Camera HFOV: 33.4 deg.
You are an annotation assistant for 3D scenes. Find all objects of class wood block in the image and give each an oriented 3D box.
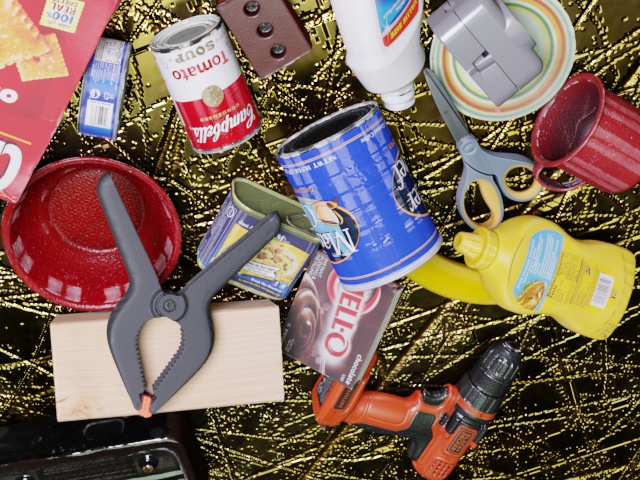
[{"bbox_3d":[-0.143,0.110,1.007,0.206,0.090,0.091,-4,92,-9],"label":"wood block"}]

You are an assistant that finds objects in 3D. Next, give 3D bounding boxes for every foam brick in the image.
[{"bbox_3d":[-0.048,-0.187,0.911,0.053,0.051,0.078,-29,119,10],"label":"foam brick"}]

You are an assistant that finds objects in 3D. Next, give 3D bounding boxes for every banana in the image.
[{"bbox_3d":[0.127,0.023,1.060,0.197,0.037,0.070,32,112,-22],"label":"banana"}]

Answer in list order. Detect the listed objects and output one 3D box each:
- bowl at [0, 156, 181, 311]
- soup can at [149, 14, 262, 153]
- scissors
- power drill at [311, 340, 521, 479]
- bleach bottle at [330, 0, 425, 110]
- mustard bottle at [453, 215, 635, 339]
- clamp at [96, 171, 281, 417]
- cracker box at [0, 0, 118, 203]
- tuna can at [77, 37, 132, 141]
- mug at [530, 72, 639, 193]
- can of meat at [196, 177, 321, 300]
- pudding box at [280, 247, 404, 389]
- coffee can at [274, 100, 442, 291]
[{"bbox_3d":[-0.209,-0.015,0.990,0.162,0.055,0.162,-3,120,-5],"label":"bowl"},{"bbox_3d":[-0.099,-0.136,0.926,0.068,0.068,0.102,-19,119,4],"label":"soup can"},{"bbox_3d":[0.156,-0.090,0.994,0.096,0.016,0.202,-19,130,-3],"label":"scissors"},{"bbox_3d":[0.100,0.159,1.124,0.187,0.057,0.185,22,112,-17],"label":"power drill"},{"bbox_3d":[0.048,-0.225,0.887,0.102,0.068,0.251,-44,135,-31],"label":"bleach bottle"},{"bbox_3d":[0.214,0.028,1.044,0.191,0.058,0.096,18,93,-23],"label":"mustard bottle"},{"bbox_3d":[-0.124,0.052,0.944,0.164,0.036,0.210,6,92,-11],"label":"clamp"},{"bbox_3d":[-0.278,-0.151,0.851,0.164,0.072,0.214,21,117,-27],"label":"cracker box"},{"bbox_3d":[-0.184,-0.130,0.909,0.033,0.086,0.086,9,118,-10],"label":"tuna can"},{"bbox_3d":[0.248,-0.087,0.984,0.081,0.093,0.117,24,126,-24],"label":"mug"},{"bbox_3d":[-0.057,0.001,1.016,0.102,0.057,0.084,24,116,-19],"label":"can of meat"},{"bbox_3d":[0.018,0.075,1.044,0.090,0.039,0.113,27,106,17],"label":"pudding box"},{"bbox_3d":[0.035,-0.040,0.958,0.103,0.103,0.140,-25,105,8],"label":"coffee can"}]
